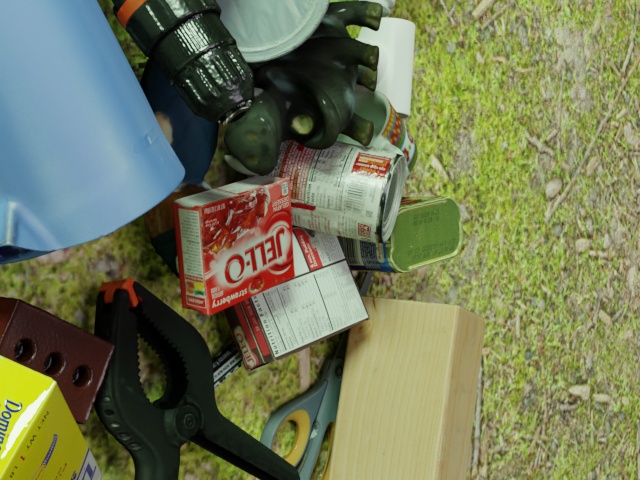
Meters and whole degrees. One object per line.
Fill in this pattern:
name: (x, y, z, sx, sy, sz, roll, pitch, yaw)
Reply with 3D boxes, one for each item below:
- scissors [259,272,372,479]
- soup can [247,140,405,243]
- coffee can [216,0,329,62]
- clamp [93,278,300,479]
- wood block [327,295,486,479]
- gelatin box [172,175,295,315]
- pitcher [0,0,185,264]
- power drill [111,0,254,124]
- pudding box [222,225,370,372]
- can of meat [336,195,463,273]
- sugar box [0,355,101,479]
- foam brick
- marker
scissors: (-0.002, 0.108, 0.852, 0.096, 0.016, 0.202, 20, 76, -47)
soup can: (0.005, -0.040, 0.777, 0.068, 0.102, 0.068, 13, 90, -77)
coffee can: (-0.042, -0.180, 0.690, 0.140, 0.103, 0.103, -85, 159, -68)
clamp: (-0.090, 0.120, 0.709, 0.164, 0.036, 0.210, -23, 100, -49)
wood block: (0.068, 0.156, 0.862, 0.090, 0.091, 0.206, 25, 71, -63)
gelatin box: (-0.055, 0.001, 0.707, 0.089, 0.030, 0.073, -22, 115, -48)
pitcher: (-0.177, -0.118, 0.583, 0.144, 0.149, 0.243, -30, 111, -22)
power drill: (-0.040, -0.181, 0.575, 0.184, 0.188, 0.057, 56, 7, 3)
pudding box: (-0.023, 0.037, 0.794, 0.113, 0.039, 0.090, -18, 86, -44)
can of meat: (0.054, -0.006, 0.861, 0.101, 0.084, 0.057, -14, 102, -47)
sugar box: (-0.166, 0.137, 0.578, 0.176, 0.048, 0.093, 91, 23, -63)
foam brick: (-0.173, 0.071, 0.636, 0.078, 0.051, 0.053, 34, 66, -43)
marker: (-0.077, 0.096, 0.767, 0.120, 0.020, 0.020, -39, 119, -40)
